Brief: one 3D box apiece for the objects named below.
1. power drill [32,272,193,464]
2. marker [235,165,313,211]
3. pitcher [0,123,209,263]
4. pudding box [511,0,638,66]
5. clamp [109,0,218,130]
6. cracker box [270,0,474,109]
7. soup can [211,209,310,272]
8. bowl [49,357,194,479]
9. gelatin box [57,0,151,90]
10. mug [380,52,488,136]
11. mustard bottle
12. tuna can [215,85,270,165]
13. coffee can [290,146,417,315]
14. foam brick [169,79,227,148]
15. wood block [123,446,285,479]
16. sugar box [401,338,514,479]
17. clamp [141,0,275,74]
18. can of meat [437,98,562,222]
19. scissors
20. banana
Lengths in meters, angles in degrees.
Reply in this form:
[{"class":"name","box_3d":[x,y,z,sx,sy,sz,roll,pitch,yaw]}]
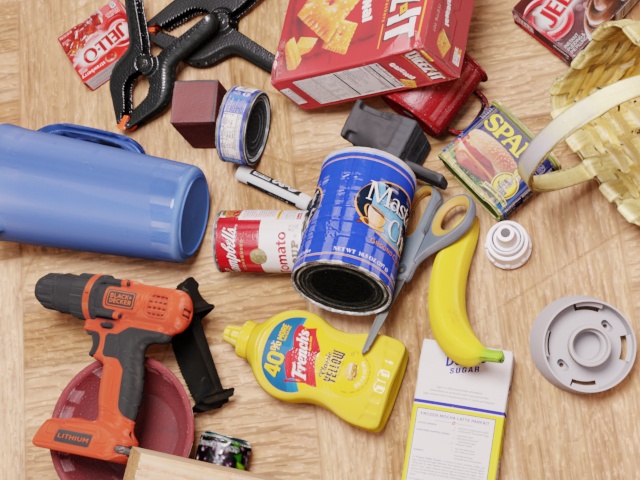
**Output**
[{"class":"power drill","box_3d":[-0.233,0.126,1.096,0.185,0.057,0.187,7,77,23]},{"class":"marker","box_3d":[-0.039,-0.052,1.178,0.121,0.020,0.020,26,82,18]},{"class":"pitcher","box_3d":[-0.248,-0.054,1.180,0.243,0.145,0.149,10,90,12]},{"class":"pudding box","box_3d":[0.276,-0.255,1.146,0.113,0.039,0.090,-46,70,-2]},{"class":"clamp","box_3d":[-0.186,-0.204,1.224,0.120,0.039,0.171,17,100,20]},{"class":"cracker box","box_3d":[0.055,-0.238,1.117,0.214,0.072,0.164,-5,65,43]},{"class":"soup can","box_3d":[-0.057,0.001,1.141,0.102,0.068,0.068,1,75,14]},{"class":"bowl","box_3d":[-0.202,0.204,1.128,0.162,0.055,0.162,-4,74,13]},{"class":"gelatin box","box_3d":[-0.258,-0.234,1.273,0.089,0.030,0.073,-34,71,3]},{"class":"mug","box_3d":[0.126,-0.158,1.138,0.117,0.093,0.081,36,90,-17]},{"class":"mustard bottle","box_3d":[-0.013,0.124,1.103,0.192,0.058,0.096,17,78,17]},{"class":"tuna can","box_3d":[-0.084,-0.126,1.173,0.034,0.086,0.086,12,78,14]},{"class":"coffee can","box_3d":[0.035,-0.010,1.083,0.103,0.103,0.140,6,59,15]},{"class":"foam brick","box_3d":[-0.129,-0.141,1.193,0.051,0.078,0.053,-1,73,14]},{"class":"wood block","box_3d":[-0.087,0.265,1.019,0.206,0.091,0.090,16,79,-13]},{"class":"sugar box","box_3d":[0.135,0.192,1.057,0.093,0.048,0.176,8,73,15]},{"class":"clamp","box_3d":[-0.105,-0.261,1.237,0.210,0.036,0.164,4,85,16]},{"class":"can of meat","box_3d":[0.185,-0.082,1.113,0.084,0.057,0.102,-42,70,2]},{"class":"scissors","box_3d":[0.103,0.025,1.085,0.096,0.016,0.201,-9,52,36]},{"class":"banana","box_3d":[0.140,0.056,1.070,0.070,0.037,0.198,-18,45,15]}]
